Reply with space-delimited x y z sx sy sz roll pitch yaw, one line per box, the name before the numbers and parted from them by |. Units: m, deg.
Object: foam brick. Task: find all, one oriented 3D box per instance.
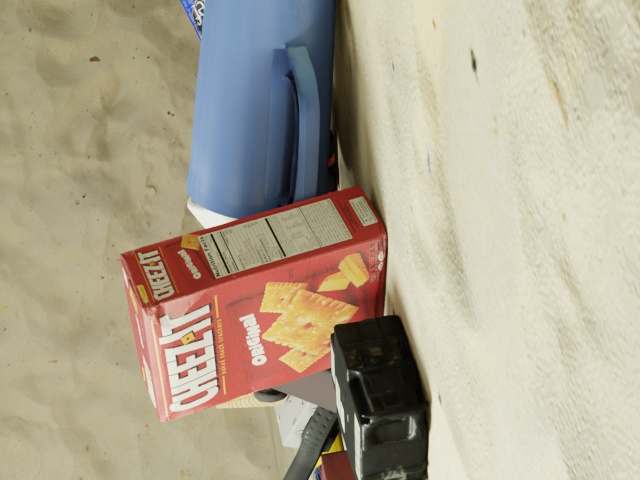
foam brick | 0.030 0.270 1.171 0.078 0.053 0.051 89 170 -52

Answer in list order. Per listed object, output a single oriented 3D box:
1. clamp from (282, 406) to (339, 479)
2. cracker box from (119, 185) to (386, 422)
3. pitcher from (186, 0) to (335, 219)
clamp | -0.006 0.226 1.195 0.164 0.036 0.210 -55 -11 -45
cracker box | -0.052 0.058 0.916 0.164 0.213 0.072 91 157 -47
pitcher | -0.044 -0.142 0.941 0.144 0.149 0.243 -47 -32 -56
